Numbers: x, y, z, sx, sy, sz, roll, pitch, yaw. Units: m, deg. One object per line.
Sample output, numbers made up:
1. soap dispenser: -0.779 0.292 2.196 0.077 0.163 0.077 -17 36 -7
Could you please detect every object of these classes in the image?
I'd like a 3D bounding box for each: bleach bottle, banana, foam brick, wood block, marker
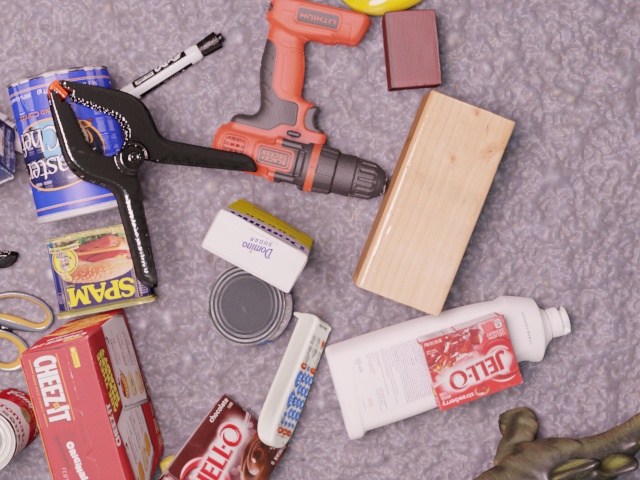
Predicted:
1. bleach bottle: 0.137 0.124 1.108 0.251 0.068 0.102 -15 95 -2
2. banana: 0.102 -0.286 1.093 0.198 0.037 0.069 -33 94 2
3. foam brick: 0.092 -0.194 1.091 0.051 0.053 0.078 -6 95 0
4. wood block: 0.111 -0.038 1.082 0.090 0.091 0.206 21 94 -2
5. marker: -0.153 -0.180 1.107 0.121 0.020 0.020 -31 93 2

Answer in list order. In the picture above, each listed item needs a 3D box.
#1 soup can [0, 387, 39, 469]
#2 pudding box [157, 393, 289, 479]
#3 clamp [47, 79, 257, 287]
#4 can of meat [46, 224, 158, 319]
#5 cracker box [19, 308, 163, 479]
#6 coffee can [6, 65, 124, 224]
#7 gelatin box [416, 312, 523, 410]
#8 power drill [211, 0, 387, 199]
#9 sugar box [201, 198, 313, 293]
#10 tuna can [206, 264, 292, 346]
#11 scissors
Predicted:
1. soup can: -0.330 0.193 1.088 0.068 0.102 0.068 0 93 0
2. pudding box: -0.099 0.229 1.095 0.090 0.039 0.113 39 49 -4
3. clamp: -0.172 -0.082 1.026 0.164 0.036 0.210 -44 105 -16
4. can of meat: -0.226 0.030 1.102 0.102 0.057 0.084 -11 91 0
5. cracker box: -0.216 0.162 1.031 0.072 0.213 0.164 -15 94 0
6. coffee can: -0.248 -0.095 1.070 0.103 0.103 0.140 -12 93 0
7. gelatin box: 0.149 0.120 1.062 0.089 0.030 0.073 -18 96 -4
8. power drill: -0.006 -0.144 1.091 0.184 0.057 0.188 14 93 -1
9. sugar box: -0.057 0.001 1.040 0.093 0.176 0.048 29 93 -2
10. tuna can: -0.072 0.066 1.104 0.086 0.033 0.086 -1 85 17
11. scissors: -0.382 0.084 1.107 0.201 0.016 0.096 7 100 -12
